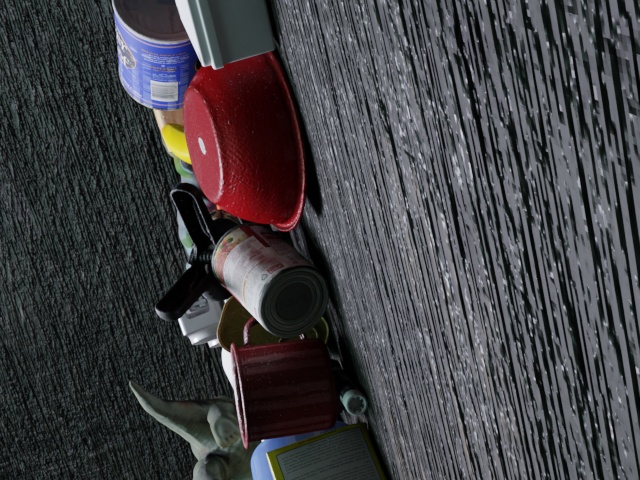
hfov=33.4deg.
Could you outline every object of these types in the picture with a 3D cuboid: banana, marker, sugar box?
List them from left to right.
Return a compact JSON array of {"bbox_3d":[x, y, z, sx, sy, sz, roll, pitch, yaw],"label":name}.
[{"bbox_3d":[-0.122,-0.114,1.156,0.198,0.037,0.069,-16,75,57],"label":"banana"},{"bbox_3d":[0.020,0.127,0.940,0.121,0.020,0.020,-141,34,-77],"label":"marker"},{"bbox_3d":[0.024,0.245,0.892,0.048,0.093,0.176,81,169,-54],"label":"sugar box"}]

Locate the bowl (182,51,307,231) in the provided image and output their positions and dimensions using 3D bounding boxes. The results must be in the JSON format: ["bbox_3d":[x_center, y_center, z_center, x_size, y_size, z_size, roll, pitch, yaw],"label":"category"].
[{"bbox_3d":[-0.067,-0.080,0.831,0.162,0.055,0.162,166,90,-70],"label":"bowl"}]

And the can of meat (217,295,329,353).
[{"bbox_3d":[-0.046,0.087,1.025,0.084,0.102,0.057,139,146,-85],"label":"can of meat"}]

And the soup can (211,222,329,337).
[{"bbox_3d":[-0.044,0.033,0.931,0.102,0.068,0.068,38,148,54],"label":"soup can"}]

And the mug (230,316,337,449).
[{"bbox_3d":[-0.034,0.119,0.940,0.093,0.081,0.117,107,154,-69],"label":"mug"}]

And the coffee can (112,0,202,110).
[{"bbox_3d":[-0.155,-0.208,1.076,0.140,0.102,0.103,109,143,-68],"label":"coffee can"}]

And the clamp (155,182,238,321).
[{"bbox_3d":[-0.104,0.006,0.990,0.171,0.039,0.120,-13,-66,-73],"label":"clamp"}]
